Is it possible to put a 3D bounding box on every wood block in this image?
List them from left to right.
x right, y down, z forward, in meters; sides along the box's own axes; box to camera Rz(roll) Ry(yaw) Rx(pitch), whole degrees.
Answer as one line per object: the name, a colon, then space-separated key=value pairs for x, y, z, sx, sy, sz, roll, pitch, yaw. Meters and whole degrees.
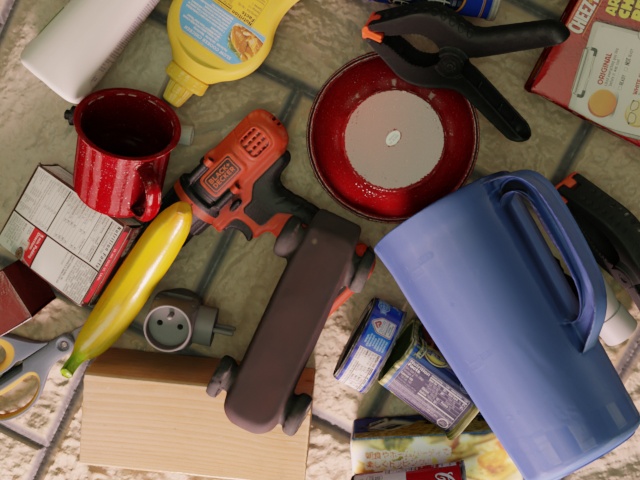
wood block: x=-0.112 y=0.163 z=0.999 sx=0.206 sy=0.090 sz=0.091 roll=5 pitch=100 yaw=1

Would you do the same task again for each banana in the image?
banana: x=-0.166 y=0.040 z=0.957 sx=0.037 sy=0.069 sz=0.198 roll=31 pitch=105 yaw=-15

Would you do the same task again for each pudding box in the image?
pudding box: x=-0.233 y=-0.006 z=0.989 sx=0.113 sy=0.039 sz=0.090 roll=34 pitch=100 yaw=13

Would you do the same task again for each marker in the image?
marker: x=-0.179 y=-0.107 z=0.993 sx=0.121 sy=0.020 sz=0.020 roll=10 pitch=99 yaw=1

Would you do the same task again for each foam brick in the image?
foam brick: x=-0.291 y=0.053 z=0.996 sx=0.053 sy=0.078 sz=0.051 roll=-30 pitch=98 yaw=7

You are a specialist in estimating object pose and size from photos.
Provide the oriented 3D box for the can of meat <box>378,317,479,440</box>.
can of meat: x=0.103 y=0.124 z=0.976 sx=0.084 sy=0.102 sz=0.057 roll=37 pitch=104 yaw=-1

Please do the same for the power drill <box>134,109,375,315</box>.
power drill: x=-0.056 y=0.001 z=0.985 sx=0.187 sy=0.057 sz=0.185 roll=45 pitch=106 yaw=-6

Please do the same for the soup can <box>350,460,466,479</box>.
soup can: x=0.081 y=0.234 z=0.944 sx=0.102 sy=0.068 sz=0.068 roll=-8 pitch=99 yaw=7

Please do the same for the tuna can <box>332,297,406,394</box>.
tuna can: x=0.045 y=0.096 z=0.982 sx=0.034 sy=0.086 sz=0.086 roll=28 pitch=99 yaw=0

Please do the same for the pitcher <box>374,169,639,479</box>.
pitcher: x=0.164 y=0.068 z=0.880 sx=0.145 sy=0.149 sz=0.243 roll=-30 pitch=79 yaw=1

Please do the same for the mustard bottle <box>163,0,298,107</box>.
mustard bottle: x=-0.081 y=-0.202 z=0.954 sx=0.096 sy=0.058 sz=0.192 roll=35 pitch=99 yaw=-6

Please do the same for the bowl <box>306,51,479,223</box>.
bowl: x=0.066 y=-0.092 z=0.966 sx=0.162 sy=0.055 sz=0.162 roll=0 pitch=99 yaw=3

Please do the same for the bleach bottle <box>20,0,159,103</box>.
bleach bottle: x=-0.159 y=-0.236 z=0.942 sx=0.068 sy=0.102 sz=0.251 roll=40 pitch=93 yaw=-11

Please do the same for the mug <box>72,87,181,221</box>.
mug: x=-0.170 y=-0.067 z=0.943 sx=0.117 sy=0.093 sz=0.082 roll=54 pitch=144 yaw=29

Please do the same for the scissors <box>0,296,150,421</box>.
scissors: x=-0.266 y=0.091 z=1.032 sx=0.096 sy=0.016 sz=0.202 roll=44 pitch=98 yaw=-4

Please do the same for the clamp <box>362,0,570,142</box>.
clamp: x=0.119 y=-0.148 z=0.910 sx=0.172 sy=0.039 sz=0.120 roll=17 pitch=129 yaw=17
